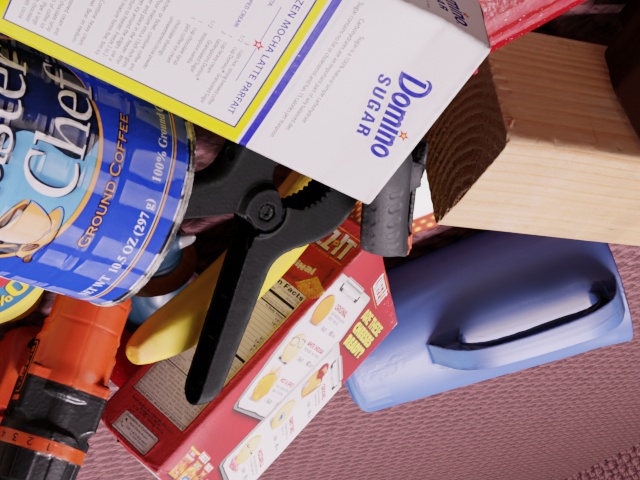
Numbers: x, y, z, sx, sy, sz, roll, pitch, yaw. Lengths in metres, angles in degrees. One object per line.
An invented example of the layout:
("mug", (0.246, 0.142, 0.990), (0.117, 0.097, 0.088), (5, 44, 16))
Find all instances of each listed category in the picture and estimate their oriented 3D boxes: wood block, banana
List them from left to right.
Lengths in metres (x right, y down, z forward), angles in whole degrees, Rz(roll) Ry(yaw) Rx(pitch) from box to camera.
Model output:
("banana", (-0.045, 0.006, 0.676), (0.197, 0.037, 0.069), (-50, 147, -6))
("wood block", (0.174, -0.059, 0.663), (0.205, 0.091, 0.090), (6, 148, -21))

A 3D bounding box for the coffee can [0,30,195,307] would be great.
("coffee can", (-0.139, -0.038, 0.447), (0.140, 0.103, 0.103), (20, 136, -37))

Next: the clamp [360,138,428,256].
("clamp", (0.037, -0.040, 0.572), (0.039, 0.120, 0.171), (11, 136, 14))

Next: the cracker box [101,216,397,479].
("cracker box", (-0.044, 0.088, 0.766), (0.213, 0.072, 0.164), (-47, 156, -14))

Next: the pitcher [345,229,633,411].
("pitcher", (0.131, 0.061, 0.897), (0.243, 0.145, 0.149), (-20, 153, 4))

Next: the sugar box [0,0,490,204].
("sugar box", (-0.031, -0.090, 0.422), (0.176, 0.048, 0.093), (23, 127, -21))

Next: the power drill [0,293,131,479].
("power drill", (-0.184, 0.117, 0.683), (0.057, 0.184, 0.188), (25, 162, -20))

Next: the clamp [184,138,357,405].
("clamp", (-0.047, -0.024, 0.609), (0.210, 0.036, 0.164), (-46, 126, -7))
